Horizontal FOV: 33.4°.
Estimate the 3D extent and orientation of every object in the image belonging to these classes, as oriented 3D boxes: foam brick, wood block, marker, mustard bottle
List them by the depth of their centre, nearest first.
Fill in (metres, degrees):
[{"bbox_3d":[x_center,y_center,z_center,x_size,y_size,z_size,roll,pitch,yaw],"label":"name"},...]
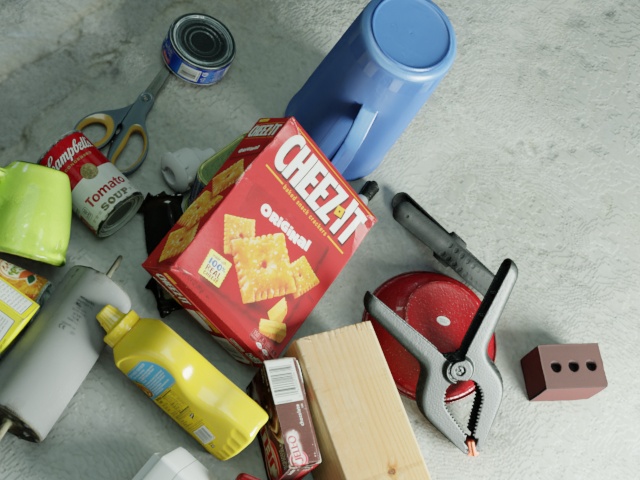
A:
[{"bbox_3d":[-0.145,0.133,1.053,0.191,0.096,0.058,42,59,-5],"label":"mustard bottle"},{"bbox_3d":[0.036,0.199,1.090,0.090,0.090,0.206,-12,68,-21],"label":"wood block"},{"bbox_3d":[0.274,0.149,1.200,0.078,0.051,0.053,-1,65,-16],"label":"foam brick"},{"bbox_3d":[0.033,-0.027,1.242,0.020,0.020,0.121,35,61,4],"label":"marker"}]

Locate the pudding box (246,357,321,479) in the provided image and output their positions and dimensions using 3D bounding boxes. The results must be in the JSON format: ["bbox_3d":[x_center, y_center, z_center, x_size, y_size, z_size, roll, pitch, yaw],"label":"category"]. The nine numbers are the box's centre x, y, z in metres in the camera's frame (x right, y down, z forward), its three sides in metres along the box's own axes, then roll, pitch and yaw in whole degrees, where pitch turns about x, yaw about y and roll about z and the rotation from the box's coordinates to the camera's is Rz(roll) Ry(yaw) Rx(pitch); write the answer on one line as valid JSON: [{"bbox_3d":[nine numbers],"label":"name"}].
[{"bbox_3d":[-0.039,0.185,1.076,0.039,0.090,0.113,-5,66,-20],"label":"pudding box"}]

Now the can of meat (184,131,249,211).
[{"bbox_3d":[-0.098,-0.066,1.189,0.057,0.084,0.102,45,62,10],"label":"can of meat"}]

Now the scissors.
[{"bbox_3d":[-0.225,-0.161,1.242,0.096,0.016,0.201,13,59,-5],"label":"scissors"}]

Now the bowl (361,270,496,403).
[{"bbox_3d":[0.129,0.097,1.186,0.162,0.055,0.162,6,63,-12],"label":"bowl"}]

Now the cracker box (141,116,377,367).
[{"bbox_3d":[-0.057,0.001,1.117,0.164,0.072,0.213,49,65,-28],"label":"cracker box"}]

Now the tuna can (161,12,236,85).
[{"bbox_3d":[-0.145,-0.231,1.280,0.086,0.034,0.086,11,59,-20],"label":"tuna can"}]

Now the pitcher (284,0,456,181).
[{"bbox_3d":[0.052,-0.162,1.187,0.144,0.243,0.149,-18,77,-24],"label":"pitcher"}]

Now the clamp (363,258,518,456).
[{"bbox_3d":[0.150,0.124,1.123,0.164,0.036,0.210,-19,104,-3],"label":"clamp"}]

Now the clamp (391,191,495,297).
[{"bbox_3d":[0.142,0.007,1.210,0.171,0.120,0.039,41,104,6],"label":"clamp"}]

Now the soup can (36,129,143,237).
[{"bbox_3d":[-0.250,-0.061,1.156,0.102,0.069,0.068,45,62,8],"label":"soup can"}]
